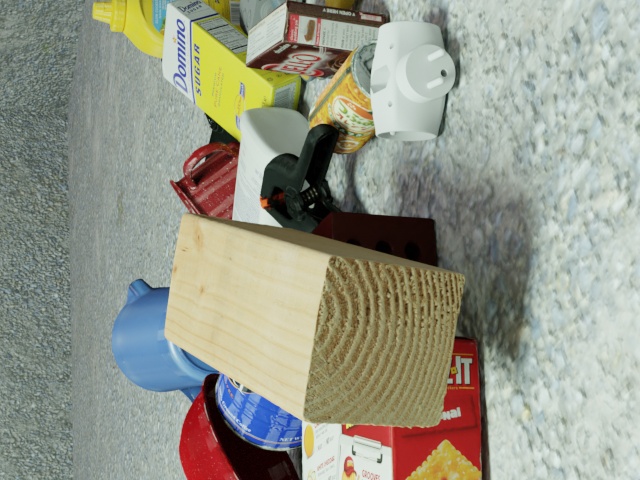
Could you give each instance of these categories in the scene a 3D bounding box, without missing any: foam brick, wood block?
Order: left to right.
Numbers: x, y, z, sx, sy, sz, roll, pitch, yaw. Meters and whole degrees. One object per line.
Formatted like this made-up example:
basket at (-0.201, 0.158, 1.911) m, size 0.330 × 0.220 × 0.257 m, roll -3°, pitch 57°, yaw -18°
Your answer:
wood block at (-0.014, 0.043, 0.656) m, size 0.206 × 0.090 × 0.090 m, roll 15°, pitch 96°, yaw 60°
foam brick at (0.036, 0.013, 0.754) m, size 0.051 × 0.078 × 0.053 m, roll 136°, pitch 134°, yaw -66°

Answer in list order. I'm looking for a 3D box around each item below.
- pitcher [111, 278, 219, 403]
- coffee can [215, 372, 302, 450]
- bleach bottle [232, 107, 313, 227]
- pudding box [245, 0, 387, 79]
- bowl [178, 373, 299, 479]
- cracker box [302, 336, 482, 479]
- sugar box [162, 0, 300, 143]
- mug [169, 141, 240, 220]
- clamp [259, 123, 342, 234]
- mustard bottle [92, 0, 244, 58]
pitcher at (-0.150, 0.121, 1.244) m, size 0.243 × 0.149 × 0.145 m, roll -16°, pitch 56°, yaw 67°
coffee can at (-0.023, 0.093, 0.880) m, size 0.140 × 0.102 × 0.103 m, roll 112°, pitch 154°, yaw -45°
bleach bottle at (-0.057, 0.001, 1.057) m, size 0.103 × 0.068 × 0.251 m, roll -121°, pitch 36°, yaw -48°
pudding box at (-0.005, -0.164, 0.886) m, size 0.114 × 0.090 × 0.039 m, roll 169°, pitch 104°, yaw -71°
bowl at (-0.077, 0.200, 0.949) m, size 0.162 × 0.055 × 0.162 m, roll 54°, pitch -170°, yaw -15°
cracker box at (0.045, 0.178, 0.711) m, size 0.164 × 0.072 × 0.213 m, roll 149°, pitch 123°, yaw -66°
sugar box at (-0.096, -0.169, 1.098) m, size 0.176 × 0.048 × 0.093 m, roll 39°, pitch 137°, yaw 29°
mug at (-0.101, -0.056, 1.104) m, size 0.093 × 0.081 × 0.117 m, roll 45°, pitch 169°, yaw 43°
clamp at (-0.010, -0.044, 0.879) m, size 0.172 × 0.039 × 0.120 m, roll 18°, pitch 125°, yaw 58°
mustard bottle at (-0.158, -0.247, 1.197) m, size 0.058 × 0.191 × 0.096 m, roll 128°, pitch 142°, yaw -60°
